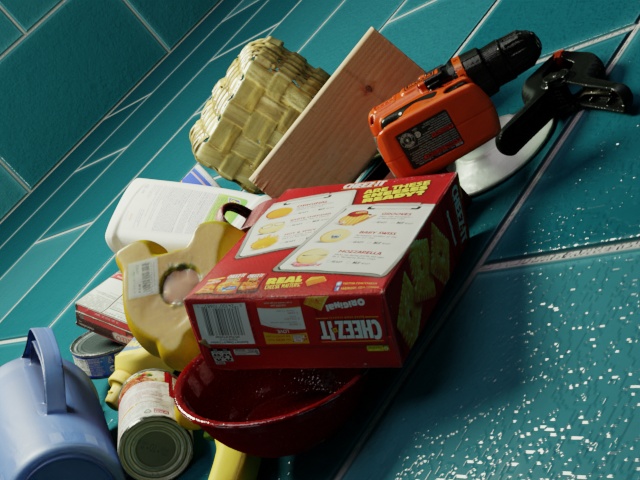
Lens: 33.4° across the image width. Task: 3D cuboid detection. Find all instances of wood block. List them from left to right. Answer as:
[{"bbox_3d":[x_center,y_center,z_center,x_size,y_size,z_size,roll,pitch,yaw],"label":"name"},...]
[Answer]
[{"bbox_3d":[0.024,-0.121,1.161,0.206,0.091,0.090,-50,4,8],"label":"wood block"}]

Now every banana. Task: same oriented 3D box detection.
[{"bbox_3d":[-0.077,0.196,0.831,0.070,0.037,0.197,-52,12,25],"label":"banana"}]

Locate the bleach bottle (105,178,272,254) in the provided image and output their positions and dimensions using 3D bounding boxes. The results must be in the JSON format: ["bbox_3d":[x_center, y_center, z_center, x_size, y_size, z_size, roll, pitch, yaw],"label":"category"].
[{"bbox_3d":[-0.125,-0.012,1.227,0.251,0.068,0.102,9,66,33],"label":"bleach bottle"}]

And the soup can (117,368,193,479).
[{"bbox_3d":[-0.152,0.169,0.980,0.068,0.068,0.102,-40,20,4],"label":"soup can"}]

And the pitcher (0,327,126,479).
[{"bbox_3d":[-0.260,0.195,1.025,0.145,0.149,0.243,-44,22,-8],"label":"pitcher"}]

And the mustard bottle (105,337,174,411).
[{"bbox_3d":[-0.169,0.108,1.163,0.096,0.058,0.191,-15,32,53],"label":"mustard bottle"}]

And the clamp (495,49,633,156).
[{"bbox_3d":[0.211,-0.129,0.967,0.120,0.039,0.171,-18,19,12],"label":"clamp"}]

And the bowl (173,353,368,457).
[{"bbox_3d":[-0.029,0.118,0.823,0.162,0.055,0.162,-14,22,5],"label":"bowl"}]

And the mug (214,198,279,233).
[{"bbox_3d":[-0.057,0.001,1.101,0.093,0.117,0.081,-53,6,29],"label":"mug"}]

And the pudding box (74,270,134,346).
[{"bbox_3d":[-0.219,0.075,1.256,0.090,0.039,0.113,19,36,23],"label":"pudding box"}]

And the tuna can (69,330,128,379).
[{"bbox_3d":[-0.248,0.129,1.256,0.086,0.034,0.086,-12,20,4],"label":"tuna can"}]

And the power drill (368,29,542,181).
[{"bbox_3d":[0.124,-0.126,0.984,0.185,0.057,0.187,-30,12,17],"label":"power drill"}]

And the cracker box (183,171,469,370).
[{"bbox_3d":[0.015,0.022,0.855,0.164,0.072,0.213,-4,24,24],"label":"cracker box"}]
